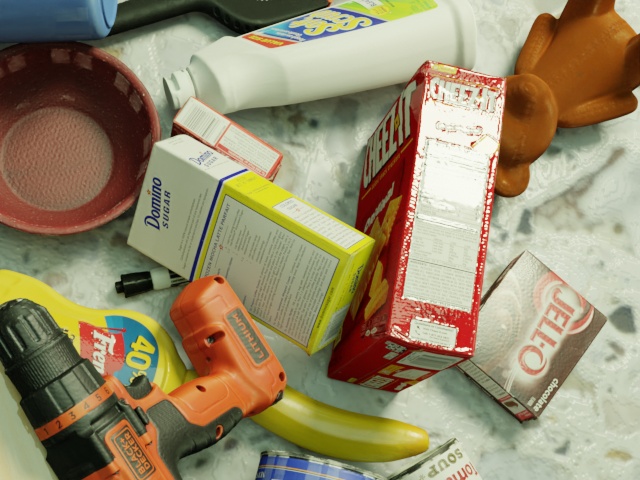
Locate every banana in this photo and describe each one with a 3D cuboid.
[{"bbox_3d":[-0.015,0.122,0.810,0.198,0.037,0.070,34,113,2],"label":"banana"}]

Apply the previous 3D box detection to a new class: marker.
[{"bbox_3d":[-0.102,0.025,0.845,0.121,0.020,0.020,-12,76,-14],"label":"marker"}]

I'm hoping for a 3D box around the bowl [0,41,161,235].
[{"bbox_3d":[-0.207,-0.074,0.835,0.162,0.055,0.162,3,72,-10],"label":"bowl"}]

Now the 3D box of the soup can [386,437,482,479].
[{"bbox_3d":[0.101,0.209,0.802,0.068,0.069,0.102,-28,80,-18],"label":"soup can"}]

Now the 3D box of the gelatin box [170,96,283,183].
[{"bbox_3d":[-0.077,-0.067,0.850,0.089,0.073,0.030,33,70,-1],"label":"gelatin box"}]

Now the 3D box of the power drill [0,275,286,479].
[{"bbox_3d":[-0.114,0.093,0.708,0.184,0.057,0.187,59,36,-5],"label":"power drill"}]

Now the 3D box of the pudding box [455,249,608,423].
[{"bbox_3d":[0.166,0.078,0.871,0.090,0.039,0.113,40,70,2],"label":"pudding box"}]

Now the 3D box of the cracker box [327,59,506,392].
[{"bbox_3d":[0.069,-0.004,0.811,0.072,0.164,0.213,13,71,-10],"label":"cracker box"}]

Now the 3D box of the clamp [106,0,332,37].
[{"bbox_3d":[-0.092,-0.238,0.918,0.209,0.036,0.164,5,73,-12],"label":"clamp"}]

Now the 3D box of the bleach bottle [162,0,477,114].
[{"bbox_3d":[-0.004,-0.150,0.881,0.250,0.068,0.103,-18,34,-15],"label":"bleach bottle"}]

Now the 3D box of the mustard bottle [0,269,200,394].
[{"bbox_3d":[-0.164,0.095,0.790,0.191,0.058,0.096,19,72,-5],"label":"mustard bottle"}]

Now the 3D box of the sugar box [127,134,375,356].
[{"bbox_3d":[-0.055,0.001,0.792,0.176,0.093,0.048,32,29,20],"label":"sugar box"}]
